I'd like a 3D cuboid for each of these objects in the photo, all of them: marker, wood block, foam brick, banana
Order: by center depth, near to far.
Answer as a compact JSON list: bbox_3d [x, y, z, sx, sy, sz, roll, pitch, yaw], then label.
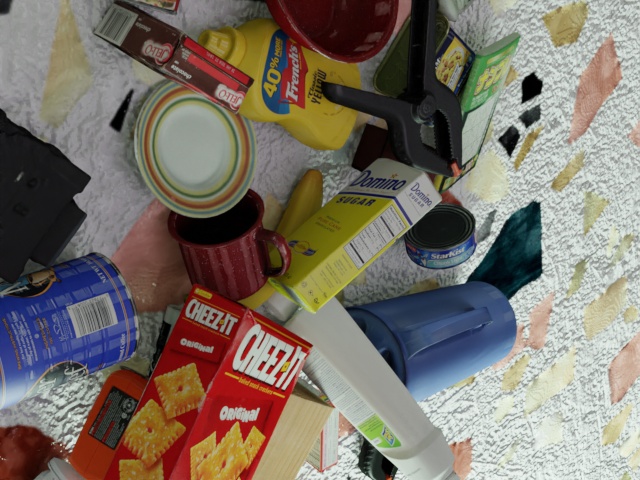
[{"bbox_3d":[-0.162,0.123,1.073,0.020,0.020,0.121,7,106,-46],"label":"marker"},{"bbox_3d":[-0.053,0.015,1.107,0.197,0.037,0.069,-48,138,-14],"label":"banana"},{"bbox_3d":[0.084,-0.088,1.159,0.078,0.053,0.051,15,100,-31],"label":"foam brick"},{"bbox_3d":[-0.086,0.243,1.160,0.090,0.091,0.206,28,91,-48],"label":"wood block"}]

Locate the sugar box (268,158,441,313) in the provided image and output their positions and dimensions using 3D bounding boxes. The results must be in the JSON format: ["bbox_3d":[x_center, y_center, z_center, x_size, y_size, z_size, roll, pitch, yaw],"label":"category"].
[{"bbox_3d":[0.028,-0.009,1.068,0.176,0.093,0.048,-44,118,-11],"label":"sugar box"}]

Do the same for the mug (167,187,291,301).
[{"bbox_3d":[-0.082,0.007,1.022,0.093,0.117,0.081,-63,153,-42],"label":"mug"}]

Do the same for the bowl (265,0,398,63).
[{"bbox_3d":[-0.002,-0.236,0.980,0.161,0.055,0.162,8,78,-42],"label":"bowl"}]

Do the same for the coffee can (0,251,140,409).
[{"bbox_3d":[-0.241,0.078,0.909,0.140,0.103,0.103,-20,124,-37],"label":"coffee can"}]

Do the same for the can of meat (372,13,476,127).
[{"bbox_3d":[0.116,-0.183,1.150,0.083,0.058,0.102,31,90,-50],"label":"can of meat"}]

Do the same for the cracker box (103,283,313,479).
[{"bbox_3d":[-0.101,0.166,0.994,0.213,0.072,0.164,-65,154,-7],"label":"cracker box"}]

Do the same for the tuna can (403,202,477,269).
[{"bbox_3d":[0.140,-0.005,1.249,0.086,0.086,0.034,-36,134,-25],"label":"tuna can"}]

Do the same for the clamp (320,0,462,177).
[{"bbox_3d":[0.086,-0.134,1.074,0.164,0.036,0.210,-43,130,-21],"label":"clamp"}]

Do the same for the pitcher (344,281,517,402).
[{"bbox_3d":[0.132,0.118,1.270,0.242,0.149,0.145,-13,120,-43],"label":"pitcher"}]

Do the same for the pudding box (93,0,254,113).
[{"bbox_3d":[-0.122,-0.153,0.890,0.089,0.114,0.039,29,94,-48],"label":"pudding box"}]

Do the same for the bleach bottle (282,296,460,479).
[{"bbox_3d":[0.058,0.174,1.140,0.068,0.251,0.103,-38,174,-26],"label":"bleach bottle"}]

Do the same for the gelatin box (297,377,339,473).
[{"bbox_3d":[-0.012,0.211,1.227,0.030,0.073,0.089,-23,126,-36],"label":"gelatin box"}]

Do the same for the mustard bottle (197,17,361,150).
[{"bbox_3d":[-0.041,-0.156,1.007,0.191,0.058,0.096,19,81,-47],"label":"mustard bottle"}]

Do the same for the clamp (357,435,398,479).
[{"bbox_3d":[0.089,0.244,1.371,0.120,0.039,0.171,-29,135,-25],"label":"clamp"}]

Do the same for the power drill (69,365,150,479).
[{"bbox_3d":[-0.165,0.207,1.054,0.184,0.057,0.187,-66,154,-5],"label":"power drill"}]
